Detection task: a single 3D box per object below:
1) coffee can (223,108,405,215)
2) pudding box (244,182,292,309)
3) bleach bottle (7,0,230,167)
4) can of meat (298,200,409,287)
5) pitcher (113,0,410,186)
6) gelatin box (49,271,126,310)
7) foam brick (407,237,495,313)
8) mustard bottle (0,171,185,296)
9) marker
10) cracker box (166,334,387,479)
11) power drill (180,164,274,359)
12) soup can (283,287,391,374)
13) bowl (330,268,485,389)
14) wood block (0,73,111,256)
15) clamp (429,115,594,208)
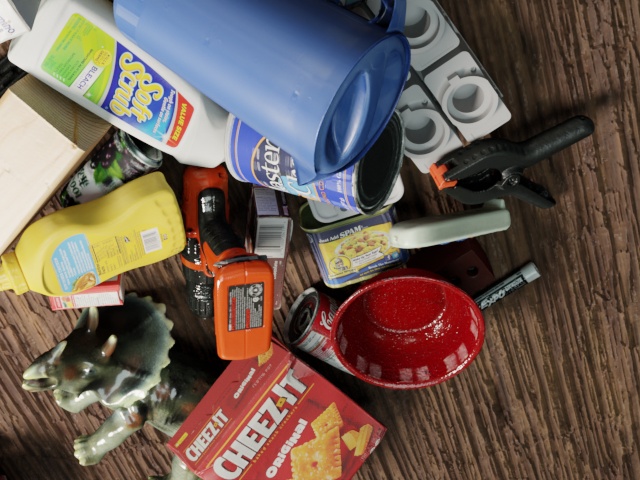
[{"bbox_3d":[-0.005,-0.090,1.003,0.140,0.102,0.103,16,127,25],"label":"coffee can"},{"bbox_3d":[-0.057,0.001,1.101,0.039,0.090,0.113,3,122,-12],"label":"pudding box"},{"bbox_3d":[-0.161,-0.148,1.013,0.250,0.068,0.103,31,113,-25],"label":"bleach bottle"},{"bbox_3d":[0.037,-0.005,1.126,0.102,0.057,0.084,-17,124,5],"label":"can of meat"},{"bbox_3d":[-0.050,-0.175,0.899,0.243,0.149,0.145,33,155,19],"label":"pitcher"},{"bbox_3d":[-0.239,0.031,1.104,0.073,0.089,0.030,-4,129,-2],"label":"gelatin box"},{"bbox_3d":[0.142,0.031,1.161,0.078,0.051,0.053,-33,120,15],"label":"foam brick"},{"bbox_3d":[-0.229,0.006,1.033,0.191,0.058,0.096,-23,145,-15],"label":"mustard bottle"},{"bbox_3d":[0.192,0.064,1.206,0.121,0.020,0.020,-34,120,16],"label":"marker"},{"bbox_3d":[-0.040,0.220,1.191,0.164,0.072,0.213,-52,133,-6],"label":"cracker box"},{"bbox_3d":[-0.100,0.036,1.065,0.057,0.188,0.184,-10,123,-18],"label":"power drill"},{"bbox_3d":[0.019,0.104,1.188,0.102,0.068,0.069,28,117,-21],"label":"soup can"},{"bbox_3d":[0.091,0.082,1.126,0.162,0.055,0.162,0,129,0],"label":"bowl"},{"bbox_3d":[-0.306,-0.056,1.031,0.090,0.090,0.206,41,112,-10],"label":"wood block"},{"bbox_3d":[0.193,-0.079,1.069,0.171,0.039,0.120,-2,131,-31],"label":"clamp"}]
